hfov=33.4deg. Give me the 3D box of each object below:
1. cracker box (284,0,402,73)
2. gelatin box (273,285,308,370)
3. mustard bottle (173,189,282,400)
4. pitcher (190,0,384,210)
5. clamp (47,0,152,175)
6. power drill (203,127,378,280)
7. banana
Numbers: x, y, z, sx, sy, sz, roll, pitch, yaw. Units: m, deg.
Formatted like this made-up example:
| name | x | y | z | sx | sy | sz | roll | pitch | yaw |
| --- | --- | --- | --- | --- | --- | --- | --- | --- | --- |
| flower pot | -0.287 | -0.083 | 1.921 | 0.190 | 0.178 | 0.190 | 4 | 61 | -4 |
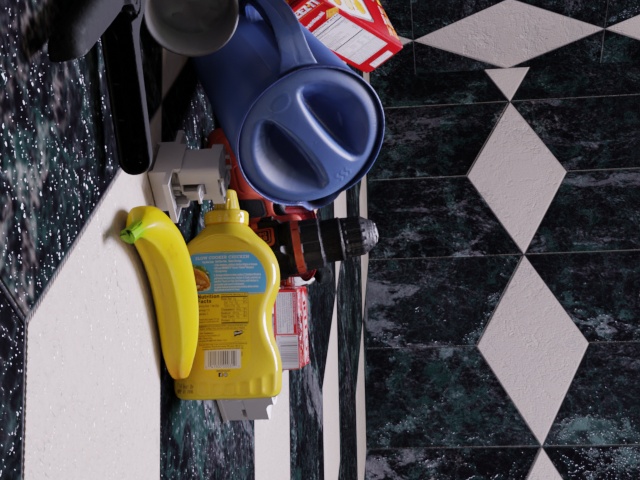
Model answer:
| name | x | y | z | sx | sy | sz | roll | pitch | yaw |
| --- | --- | --- | --- | --- | --- | --- | --- | --- | --- |
| cracker box | -0.004 | -0.317 | 1.348 | 0.213 | 0.072 | 0.164 | 15 | 45 | -54 |
| gelatin box | -0.031 | 0.095 | 1.173 | 0.073 | 0.030 | 0.089 | 11 | 77 | -83 |
| mustard bottle | -0.085 | 0.049 | 0.975 | 0.058 | 0.096 | 0.191 | 45 | 43 | -79 |
| pitcher | -0.046 | -0.153 | 0.986 | 0.149 | 0.144 | 0.243 | -56 | -146 | 17 |
| clamp | -0.150 | -0.170 | 0.749 | 0.164 | 0.036 | 0.210 | 69 | 18 | -72 |
| power drill | -0.043 | -0.043 | 1.079 | 0.057 | 0.184 | 0.187 | 80 | 1 | -48 |
| banana | -0.130 | 0.034 | 0.876 | 0.198 | 0.037 | 0.069 | 78 | 29 | -48 |
